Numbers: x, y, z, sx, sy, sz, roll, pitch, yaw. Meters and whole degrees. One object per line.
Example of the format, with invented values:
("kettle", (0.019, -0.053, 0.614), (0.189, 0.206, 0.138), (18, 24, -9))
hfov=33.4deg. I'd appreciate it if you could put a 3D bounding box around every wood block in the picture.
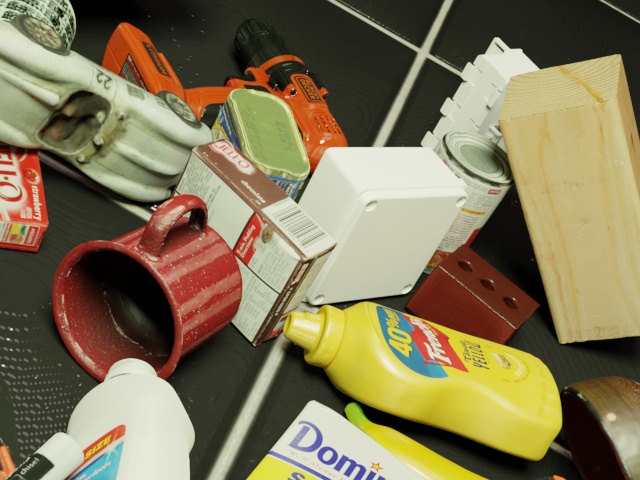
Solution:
("wood block", (0.215, -0.030, 0.853), (0.090, 0.206, 0.090), (-9, 27, 23))

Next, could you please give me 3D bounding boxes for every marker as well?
("marker", (-0.152, 0.129, 0.467), (0.020, 0.020, 0.120), (38, 48, 11))

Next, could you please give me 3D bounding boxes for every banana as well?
("banana", (0.104, 0.161, 0.682), (0.197, 0.037, 0.069), (27, 35, -6))

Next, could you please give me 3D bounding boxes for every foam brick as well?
("foam brick", (0.116, 0.050, 0.817), (0.078, 0.051, 0.052), (40, 35, 13))

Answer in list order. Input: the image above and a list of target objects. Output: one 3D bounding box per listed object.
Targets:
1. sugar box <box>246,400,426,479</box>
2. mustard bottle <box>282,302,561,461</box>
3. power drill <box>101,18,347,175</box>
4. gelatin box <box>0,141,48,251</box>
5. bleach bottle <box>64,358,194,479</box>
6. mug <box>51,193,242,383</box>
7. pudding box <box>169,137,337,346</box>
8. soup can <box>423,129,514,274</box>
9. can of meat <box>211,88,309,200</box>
("sugar box", (-0.011, 0.167, 0.583), (0.093, 0.048, 0.176), (35, 36, 7))
("mustard bottle", (0.065, 0.086, 0.727), (0.191, 0.058, 0.096), (19, 25, -14))
("power drill", (-0.083, -0.132, 0.893), (0.187, 0.057, 0.184), (0, 45, -36))
("gelatin box", (-0.220, -0.036, 0.696), (0.073, 0.030, 0.089), (9, 40, -28))
("bleach bottle", (-0.108, 0.149, 0.504), (0.068, 0.103, 0.251), (46, 20, -26))
("mug", (-0.097, 0.023, 0.642), (0.093, 0.117, 0.081), (28, 28, 18))
("pudding box", (-0.055, 0.001, 0.719), (0.113, 0.090, 0.039), (45, 39, 18))
("soup can", (0.105, -0.031, 0.865), (0.068, 0.102, 0.068), (20, 36, -15))
("can of meat", (-0.054, -0.051, 0.789), (0.057, 0.084, 0.102), (10, 40, -28))
